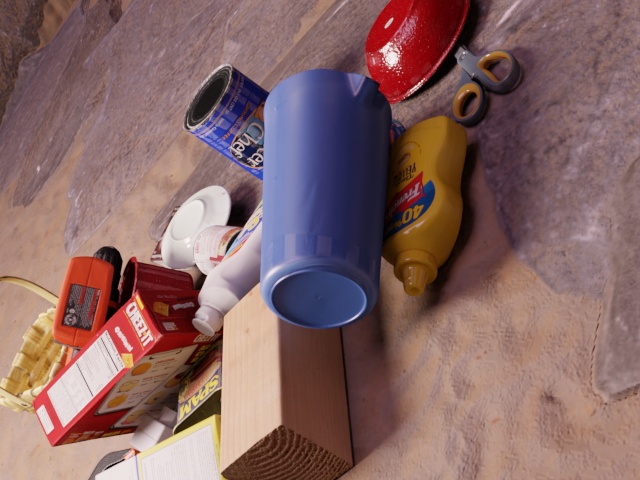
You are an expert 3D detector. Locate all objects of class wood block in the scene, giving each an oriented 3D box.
[{"bbox_3d":[-0.037,0.141,1.038,0.090,0.090,0.206,-42,31,27],"label":"wood block"}]

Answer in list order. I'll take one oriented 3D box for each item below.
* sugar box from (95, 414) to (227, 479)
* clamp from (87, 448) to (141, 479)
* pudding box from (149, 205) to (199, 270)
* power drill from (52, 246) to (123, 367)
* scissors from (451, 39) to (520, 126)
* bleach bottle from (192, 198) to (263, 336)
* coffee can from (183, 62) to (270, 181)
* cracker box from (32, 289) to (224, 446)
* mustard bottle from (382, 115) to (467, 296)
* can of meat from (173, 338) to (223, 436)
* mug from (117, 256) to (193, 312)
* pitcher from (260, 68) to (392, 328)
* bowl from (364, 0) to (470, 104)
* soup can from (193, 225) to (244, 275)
[{"bbox_3d":[-0.144,0.247,1.051,0.176,0.048,0.093,-31,59,31],"label":"sugar box"},{"bbox_3d":[-0.274,0.309,1.296,0.171,0.039,0.120,-50,46,5],"label":"clamp"},{"bbox_3d":[-0.182,-0.004,1.488,0.114,0.039,0.090,-6,56,56],"label":"pudding box"},{"bbox_3d":[-0.279,0.078,1.307,0.188,0.057,0.184,113,166,-73],"label":"power drill"},{"bbox_3d":[0.151,-0.178,1.154,0.096,0.016,0.202,-57,25,3],"label":"scissors"},{"bbox_3d":[-0.058,0.001,1.183,0.103,0.068,0.250,-24,26,56],"label":"bleach bottle"},{"bbox_3d":[-0.092,-0.148,1.383,0.103,0.140,0.103,-39,32,30],"label":"coffee can"},{"bbox_3d":[-0.203,0.143,1.225,0.214,0.163,0.072,-44,65,24],"label":"cracker box"},{"bbox_3d":[0.097,-0.027,1.035,0.096,0.058,0.191,-34,35,40],"label":"mustard bottle"},{"bbox_3d":[-0.114,0.169,1.174,0.102,0.057,0.084,-44,28,25],"label":"can of meat"},{"bbox_3d":[-0.220,0.081,1.400,0.117,0.081,0.093,128,148,-46],"label":"mug"},{"bbox_3d":[-0.002,-0.034,1.038,0.145,0.149,0.242,-5,50,10],"label":"pitcher"},{"bbox_3d":[0.101,-0.241,1.245,0.162,0.055,0.162,-47,25,29],"label":"bowl"},{"bbox_3d":[-0.108,0.016,1.314,0.102,0.068,0.068,6,66,61],"label":"soup can"}]
